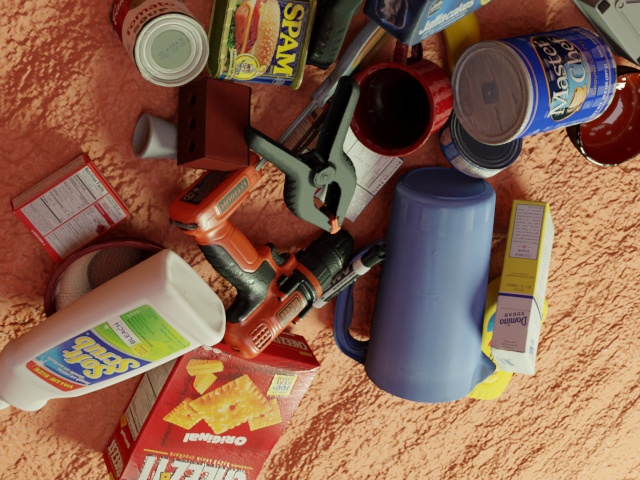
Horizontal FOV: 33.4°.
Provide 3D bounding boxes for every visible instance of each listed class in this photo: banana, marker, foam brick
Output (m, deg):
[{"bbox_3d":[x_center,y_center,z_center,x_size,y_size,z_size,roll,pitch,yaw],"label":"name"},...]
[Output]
[{"bbox_3d":[0.116,-0.232,1.067,0.070,0.037,0.197,-32,127,20],"label":"banana"},{"bbox_3d":[0.030,0.038,1.160,0.020,0.020,0.121,19,139,-31],"label":"marker"},{"bbox_3d":[-0.100,-0.107,1.005,0.051,0.053,0.078,6,81,-38],"label":"foam brick"}]

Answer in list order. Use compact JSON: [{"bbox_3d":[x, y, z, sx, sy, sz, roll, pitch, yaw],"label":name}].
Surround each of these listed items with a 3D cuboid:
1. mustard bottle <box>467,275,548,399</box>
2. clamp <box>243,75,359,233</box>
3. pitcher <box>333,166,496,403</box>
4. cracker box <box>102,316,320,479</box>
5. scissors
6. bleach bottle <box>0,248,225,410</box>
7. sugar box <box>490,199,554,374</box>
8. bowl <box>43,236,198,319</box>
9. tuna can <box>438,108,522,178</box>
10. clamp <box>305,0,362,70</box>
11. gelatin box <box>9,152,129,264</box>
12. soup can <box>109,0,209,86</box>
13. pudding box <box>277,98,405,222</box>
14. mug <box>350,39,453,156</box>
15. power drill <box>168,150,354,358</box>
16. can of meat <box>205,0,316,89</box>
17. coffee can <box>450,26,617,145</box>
[{"bbox_3d":[0.220,0.100,1.289,0.096,0.058,0.192,16,111,-31],"label":"mustard bottle"},{"bbox_3d":[0.002,-0.080,1.039,0.120,0.039,0.171,-30,140,-3],"label":"clamp"},{"bbox_3d":[0.113,0.046,1.179,0.149,0.145,0.243,-12,120,-31],"label":"pitcher"},{"bbox_3d":[-0.122,0.190,1.186,0.164,0.072,0.214,18,111,-30],"label":"cracker box"},{"bbox_3d":[0.011,-0.149,1.049,0.016,0.096,0.202,42,108,6],"label":"scissors"},{"bbox_3d":[-0.221,0.106,1.036,0.251,0.068,0.102,-29,122,18],"label":"bleach bottle"},{"bbox_3d":[0.226,0.053,1.193,0.093,0.048,0.176,54,48,-62],"label":"sugar box"},{"bbox_3d":[-0.192,0.052,1.071,0.162,0.055,0.162,-3,126,-4],"label":"bowl"},{"bbox_3d":[0.169,-0.110,1.131,0.086,0.034,0.086,6,73,-19],"label":"tuna can"},{"bbox_3d":[0.023,-0.236,0.974,0.036,0.164,0.210,16,154,-7],"label":"clamp"},{"bbox_3d":[-0.241,-0.032,1.032,0.089,0.030,0.073,-34,125,-1],"label":"gelatin box"},{"bbox_3d":[-0.143,-0.183,0.940,0.068,0.102,0.068,-10,122,-17],"label":"soup can"},{"bbox_3d":[0.019,-0.083,1.109,0.113,0.039,0.090,33,101,-36],"label":"pudding box"},{"bbox_3d":[0.083,-0.148,1.056,0.081,0.093,0.117,-34,130,-60],"label":"mug"},{"bbox_3d":[-0.057,0.001,1.093,0.184,0.057,0.187,-46,123,-26],"label":"power drill"},{"bbox_3d":[-0.058,-0.197,0.998,0.083,0.057,0.102,2,117,-21],"label":"can of meat"},{"bbox_3d":[0.217,-0.159,1.085,0.140,0.103,0.103,-16,126,-37],"label":"coffee can"}]
